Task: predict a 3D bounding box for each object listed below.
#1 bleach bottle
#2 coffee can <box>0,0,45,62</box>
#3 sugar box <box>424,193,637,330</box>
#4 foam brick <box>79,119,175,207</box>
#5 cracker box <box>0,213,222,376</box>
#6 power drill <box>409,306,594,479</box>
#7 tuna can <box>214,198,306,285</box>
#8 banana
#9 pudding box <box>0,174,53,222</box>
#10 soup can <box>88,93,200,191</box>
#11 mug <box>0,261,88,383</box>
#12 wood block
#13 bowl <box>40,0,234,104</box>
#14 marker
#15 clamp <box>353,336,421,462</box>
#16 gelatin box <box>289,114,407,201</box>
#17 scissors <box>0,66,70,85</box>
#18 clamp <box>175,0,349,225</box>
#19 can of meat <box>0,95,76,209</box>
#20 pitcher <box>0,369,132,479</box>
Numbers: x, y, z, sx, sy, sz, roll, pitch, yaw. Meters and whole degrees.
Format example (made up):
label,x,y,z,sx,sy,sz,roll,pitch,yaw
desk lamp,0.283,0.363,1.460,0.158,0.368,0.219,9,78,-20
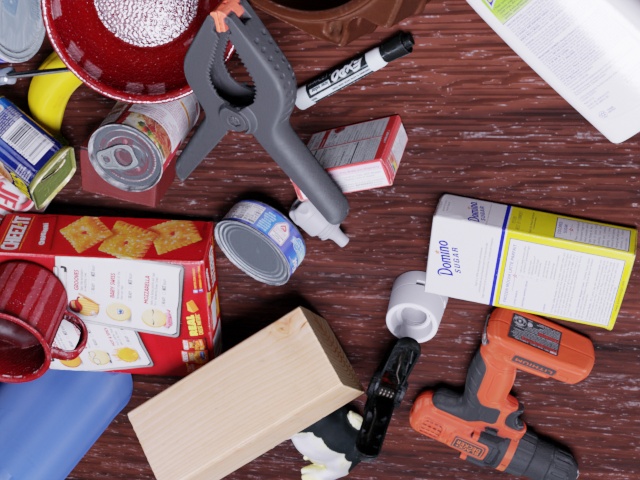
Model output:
label,x,y,z,sx,sy,sz,roll,pitch,yaw
bleach bottle,0.170,-0.189,0.795,0.250,0.068,0.103,41,125,-12
coffee can,-0.325,-0.200,0.923,0.140,0.102,0.103,-2,126,20
sugar box,0.187,0.018,0.962,0.176,0.048,0.093,14,130,13
foam brick,-0.181,-0.073,1.007,0.078,0.053,0.051,14,130,9
cracker box,-0.211,0.056,1.085,0.214,0.072,0.164,3,130,5
power drill,0.198,0.162,1.061,0.184,0.057,0.188,22,130,1
tuna can,-0.057,0.001,1.017,0.086,0.033,0.086,27,149,18
banana,-0.213,-0.154,0.969,0.069,0.037,0.198,21,140,-35
pudding box,-0.328,-0.039,1.091,0.090,0.039,0.114,31,131,-9
soup can,-0.154,-0.099,0.945,0.068,0.102,0.068,9,129,11
mug,-0.277,0.078,1.010,0.117,0.081,0.093,18,130,-6
wood block,-0.073,0.161,1.063,0.206,0.090,0.091,-32,70,8
bowl,-0.144,-0.196,0.876,0.162,0.055,0.162,-2,113,-5
marker,0.028,-0.144,0.904,0.121,0.020,0.020,-24,116,32
clamp,0.061,0.154,1.038,0.039,0.120,0.171,28,173,6
gelatin box,0.025,-0.071,0.926,0.089,0.073,0.030,-10,123,25
scissors,-0.301,-0.144,0.946,0.202,0.096,0.016,3,101,45
clamp,-0.068,-0.104,0.856,0.165,0.036,0.210,11,139,25
can of meat,-0.281,-0.083,1.003,0.084,0.057,0.102,40,165,-1
pitcher,-0.319,0.214,1.153,0.145,0.242,0.149,8,123,16
